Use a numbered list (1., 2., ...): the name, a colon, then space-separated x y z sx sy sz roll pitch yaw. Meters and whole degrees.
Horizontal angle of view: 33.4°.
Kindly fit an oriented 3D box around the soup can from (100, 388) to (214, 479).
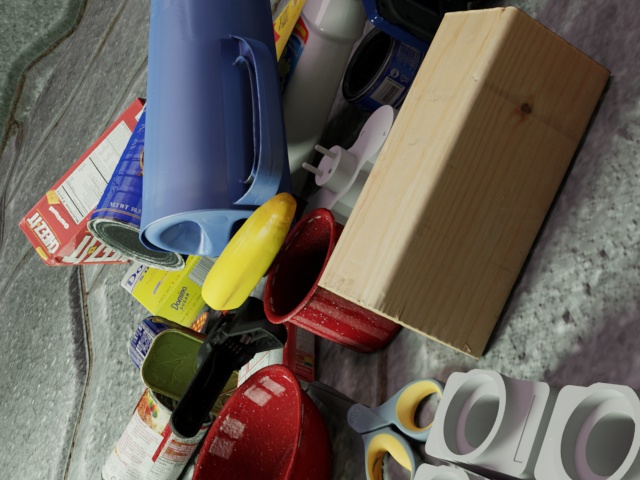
1. soup can: -0.154 0.192 1.002 0.102 0.068 0.068 -59 24 12

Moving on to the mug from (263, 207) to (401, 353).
1. mug: 0.023 0.028 0.793 0.117 0.081 0.093 -43 31 39

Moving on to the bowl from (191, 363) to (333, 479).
1. bowl: -0.038 0.176 0.798 0.162 0.055 0.162 -46 29 35

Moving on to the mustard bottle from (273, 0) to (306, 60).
1. mustard bottle: -0.038 -0.214 1.191 0.192 0.058 0.096 -46 29 35

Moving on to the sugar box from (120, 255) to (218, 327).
1. sugar box: -0.166 0.039 1.196 0.093 0.048 0.176 -54 26 -7

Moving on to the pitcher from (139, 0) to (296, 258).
1. pitcher: -0.087 -0.114 0.926 0.149 0.145 0.243 -9 72 15

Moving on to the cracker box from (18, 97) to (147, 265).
1. cracker box: -0.214 -0.060 1.227 0.214 0.164 0.072 -43 73 19

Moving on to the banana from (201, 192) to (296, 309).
1. banana: -0.064 0.018 0.851 0.069 0.037 0.198 -66 7 -21

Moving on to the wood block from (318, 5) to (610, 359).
1. wood block: 0.094 -0.039 0.706 0.206 0.090 0.090 -64 25 -3

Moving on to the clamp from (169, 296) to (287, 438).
1. clamp: -0.066 0.083 0.874 0.120 0.039 0.171 -38 16 16

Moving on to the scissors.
1. scissors: 0.042 0.113 0.750 0.096 0.016 0.202 -57 24 10

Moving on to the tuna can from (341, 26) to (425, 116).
1. tuna can: 0.056 -0.156 0.970 0.086 0.033 0.086 -46 29 35

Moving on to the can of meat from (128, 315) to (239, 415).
1. can of meat: -0.121 0.112 0.977 0.057 0.102 0.084 -65 22 -1

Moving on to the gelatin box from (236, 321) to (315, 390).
1. gelatin box: -0.038 0.107 0.899 0.089 0.030 0.073 -47 29 39

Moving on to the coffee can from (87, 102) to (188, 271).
1. coffee can: -0.153 -0.055 1.049 0.103 0.102 0.140 -17 47 59

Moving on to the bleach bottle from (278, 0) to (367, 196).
1. bleach bottle: -0.008 -0.161 0.986 0.102 0.068 0.251 -94 22 -48
